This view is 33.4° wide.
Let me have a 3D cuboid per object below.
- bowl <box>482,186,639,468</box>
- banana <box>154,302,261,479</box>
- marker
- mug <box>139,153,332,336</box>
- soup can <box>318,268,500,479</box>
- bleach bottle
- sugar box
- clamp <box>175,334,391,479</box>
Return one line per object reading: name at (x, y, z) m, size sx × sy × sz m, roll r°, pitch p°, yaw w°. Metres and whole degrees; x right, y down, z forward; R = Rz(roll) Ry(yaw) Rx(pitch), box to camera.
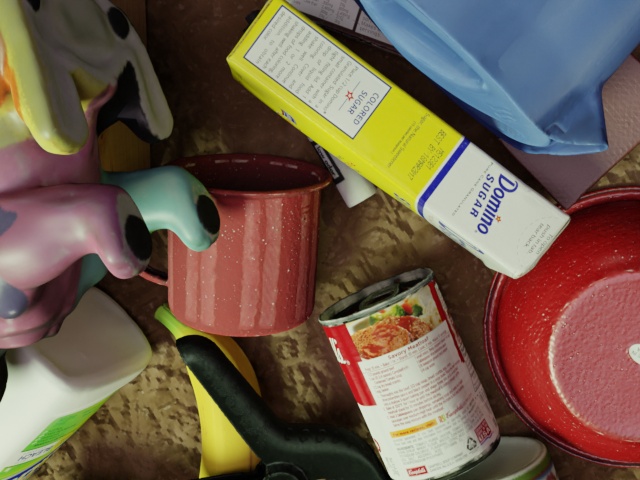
bowl at (0.166, 0.054, 0.566) m, size 0.162 × 0.055 × 0.162 m, roll 2°, pitch 101°, yaw 11°
banana at (-0.065, 0.136, 0.644) m, size 0.070 × 0.037 × 0.198 m, roll 8°, pitch 101°, yaw 38°
marker at (-0.007, -0.074, 0.595) m, size 0.020 × 0.020 × 0.121 m, roll -30°, pitch 93°, yaw 16°
mug at (-0.054, 0.001, 0.584) m, size 0.117 × 0.093 × 0.081 m, roll 4°, pitch 107°, yaw 4°
soup can at (0.050, 0.075, 0.588) m, size 0.068 × 0.068 × 0.102 m, roll -22°, pitch 96°, yaw 15°
bleach bottle at (-0.212, 0.138, 0.651) m, size 0.068 × 0.102 × 0.251 m, roll 47°, pitch 113°, yaw 10°
sugar box at (0.035, -0.049, 0.541) m, size 0.176 × 0.093 × 0.048 m, roll 39°, pitch 92°, yaw -3°
clamp at (-0.025, 0.121, 0.593) m, size 0.171 × 0.039 × 0.120 m, roll 13°, pitch 112°, yaw -10°
